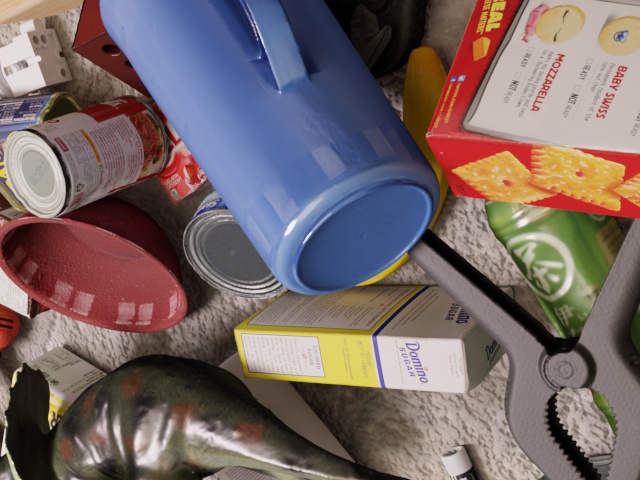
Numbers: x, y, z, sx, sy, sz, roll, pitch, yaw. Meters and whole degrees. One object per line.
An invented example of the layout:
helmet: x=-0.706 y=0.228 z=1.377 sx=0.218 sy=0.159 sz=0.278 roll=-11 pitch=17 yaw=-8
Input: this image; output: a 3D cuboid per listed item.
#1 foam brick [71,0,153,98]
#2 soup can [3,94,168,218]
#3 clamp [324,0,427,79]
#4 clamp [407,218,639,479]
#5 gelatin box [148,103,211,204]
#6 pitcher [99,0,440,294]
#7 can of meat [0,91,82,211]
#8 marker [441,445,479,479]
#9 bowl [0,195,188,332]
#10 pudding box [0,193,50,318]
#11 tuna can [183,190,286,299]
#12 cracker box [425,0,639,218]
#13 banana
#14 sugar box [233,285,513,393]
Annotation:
foam brick: x=-0.131 y=-0.148 z=0.775 sx=0.053 sy=0.078 sz=0.051 roll=-16 pitch=57 yaw=38
soup can: x=-0.172 y=-0.062 z=0.787 sx=0.069 sy=0.102 sz=0.068 roll=17 pitch=119 yaw=32
clamp: x=0.050 y=-0.165 z=0.691 sx=0.120 sy=0.039 sz=0.172 roll=31 pitch=127 yaw=24
clamp: x=0.137 y=0.067 z=0.629 sx=0.165 sy=0.036 sz=0.210 roll=-5 pitch=99 yaw=29
gelatin box: x=-0.096 y=-0.079 z=0.814 sx=0.089 sy=0.030 sz=0.073 roll=-29 pitch=90 yaw=35
pitcher: x=-0.032 y=-0.094 z=0.644 sx=0.145 sy=0.149 sz=0.243 roll=-49 pitch=56 yaw=26
can of meat: x=-0.224 y=-0.071 z=0.862 sx=0.084 sy=0.057 sz=0.102 roll=-1 pitch=140 yaw=28
marker: x=0.123 y=0.210 z=0.790 sx=0.020 sy=0.020 sz=0.121 roll=-23 pitch=94 yaw=35
bowl: x=-0.175 y=0.010 z=0.853 sx=0.162 sy=0.055 sz=0.162 roll=12 pitch=147 yaw=8
pudding box: x=-0.287 y=0.008 z=0.959 sx=0.114 sy=0.039 sz=0.090 roll=22 pitch=118 yaw=26
tuna can: x=-0.055 y=0.001 z=0.784 sx=0.086 sy=0.033 sz=0.086 roll=11 pitch=133 yaw=12
cracker box: x=0.184 y=-0.094 z=0.562 sx=0.214 sy=0.164 sz=0.072 roll=9 pitch=155 yaw=29
banana: x=0.052 y=-0.035 z=0.730 sx=0.069 sy=0.037 sz=0.198 roll=28 pitch=121 yaw=0
sugar box: x=0.039 y=0.066 z=0.745 sx=0.176 sy=0.093 sz=0.048 roll=2 pitch=111 yaw=31
